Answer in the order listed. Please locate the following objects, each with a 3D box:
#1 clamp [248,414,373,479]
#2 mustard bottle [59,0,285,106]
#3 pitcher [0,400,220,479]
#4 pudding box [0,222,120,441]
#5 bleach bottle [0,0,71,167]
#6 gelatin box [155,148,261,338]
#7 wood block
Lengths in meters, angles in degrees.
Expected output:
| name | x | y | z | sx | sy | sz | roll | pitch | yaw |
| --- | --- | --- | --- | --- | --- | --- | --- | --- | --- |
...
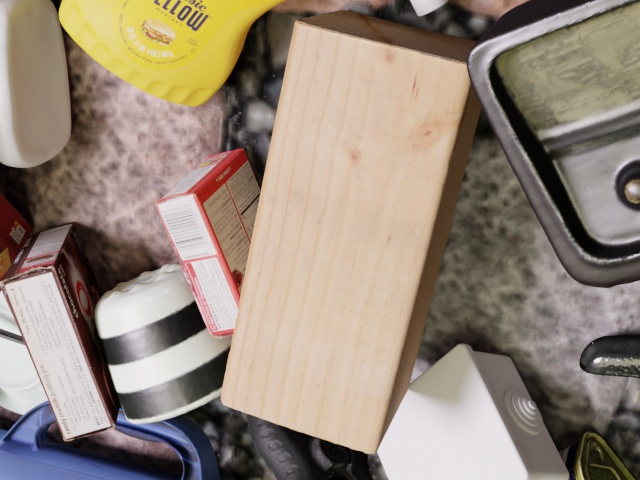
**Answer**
| name | x | y | z | sx | sy | sz | roll | pitch | yaw |
| --- | --- | --- | --- | --- | --- | --- | --- | --- | --- |
| clamp | 0.010 | 0.142 | 0.639 | 0.120 | 0.171 | 0.039 | 24 | 125 | -33 |
| mustard bottle | -0.049 | -0.153 | 0.536 | 0.096 | 0.058 | 0.192 | 33 | 133 | -18 |
| pitcher | -0.182 | 0.192 | 0.736 | 0.243 | 0.149 | 0.145 | 13 | 145 | 17 |
| pudding box | -0.158 | 0.056 | 0.673 | 0.039 | 0.090 | 0.113 | -19 | 109 | 0 |
| bleach bottle | -0.280 | -0.107 | 0.660 | 0.251 | 0.068 | 0.102 | 7 | 112 | 19 |
| gelatin box | -0.054 | 0.001 | 0.623 | 0.030 | 0.073 | 0.089 | -12 | 110 | 25 |
| wood block | 0.019 | -0.007 | 0.563 | 0.090 | 0.090 | 0.206 | 16 | 109 | 12 |
